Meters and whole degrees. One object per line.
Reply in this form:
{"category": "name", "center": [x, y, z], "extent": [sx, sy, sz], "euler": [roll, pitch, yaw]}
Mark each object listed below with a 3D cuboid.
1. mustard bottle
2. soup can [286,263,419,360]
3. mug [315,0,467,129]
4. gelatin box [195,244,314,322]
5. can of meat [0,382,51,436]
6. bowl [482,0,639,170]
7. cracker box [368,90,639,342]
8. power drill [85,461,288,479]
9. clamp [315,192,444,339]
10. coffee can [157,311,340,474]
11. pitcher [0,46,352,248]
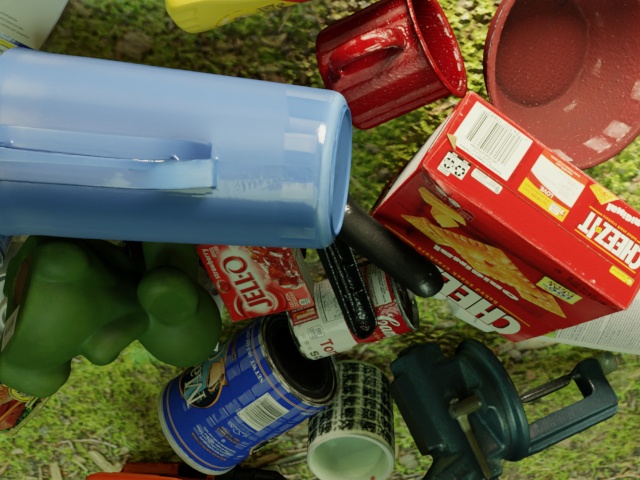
{"category": "mustard bottle", "center": [-0.007, -0.188, 0.720], "extent": [0.192, 0.096, 0.058], "euler": [-12, 96, 9]}
{"category": "soup can", "center": [0.028, 0.060, 0.940], "extent": [0.102, 0.068, 0.068], "euler": [-19, 127, 16]}
{"category": "mug", "center": [0.045, -0.129, 0.759], "extent": [0.082, 0.117, 0.093], "euler": [-22, 87, 24]}
{"category": "gelatin box", "center": [-0.051, 0.022, 0.867], "extent": [0.073, 0.030, 0.089], "euler": [-12, 129, 11]}
{"category": "can of meat", "center": [-0.307, 0.134, 1.018], "extent": [0.083, 0.057, 0.102], "euler": [32, 124, -26]}
{"category": "bowl", "center": [0.173, -0.133, 0.760], "extent": [0.161, 0.055, 0.162], "euler": [-9, 111, -24]}
{"category": "cracker box", "center": [0.128, -0.004, 0.780], "extent": [0.164, 0.072, 0.214], "euler": [35, 165, -1]}
{"category": "power drill", "center": [-0.135, 0.249, 1.041], "extent": [0.184, 0.057, 0.187], "euler": [-2, 172, 12]}
{"category": "clamp", "center": [0.009, -0.021, 0.822], "extent": [0.210, 0.036, 0.165], "euler": [57, 156, -2]}
{"category": "coffee can", "center": [-0.067, 0.140, 0.986], "extent": [0.140, 0.103, 0.102], "euler": [-37, 120, 27]}
{"category": "pitcher", "center": [-0.106, -0.056, 0.729], "extent": [0.243, 0.149, 0.145], "euler": [5, 145, 8]}
